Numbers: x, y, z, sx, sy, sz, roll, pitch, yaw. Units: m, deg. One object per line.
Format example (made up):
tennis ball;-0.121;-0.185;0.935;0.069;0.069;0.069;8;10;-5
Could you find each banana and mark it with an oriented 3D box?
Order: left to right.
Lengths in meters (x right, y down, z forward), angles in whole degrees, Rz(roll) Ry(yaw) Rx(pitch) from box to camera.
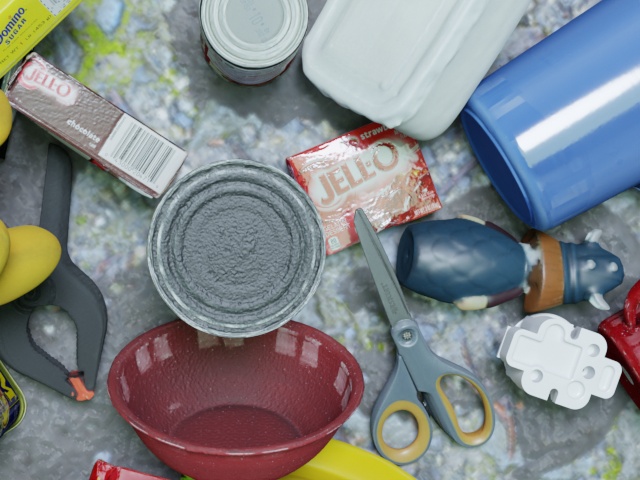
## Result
banana;0.002;0.163;0.725;0.197;0.069;0.037;14;129;-11

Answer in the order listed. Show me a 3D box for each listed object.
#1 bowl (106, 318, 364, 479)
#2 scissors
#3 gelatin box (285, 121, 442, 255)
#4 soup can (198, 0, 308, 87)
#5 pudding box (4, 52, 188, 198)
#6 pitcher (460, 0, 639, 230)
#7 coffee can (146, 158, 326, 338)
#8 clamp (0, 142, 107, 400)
bowl;-0.054;0.108;0.683;0.162;0.162;0.055;0;116;-5
scissors;0.045;0.078;0.720;0.096;0.016;0.201;-36;113;7
gelatin box;0.029;-0.039;0.734;0.089;0.030;0.073;-22;94;-4
soup can;-0.044;-0.137;0.687;0.068;0.102;0.068;0;92;-5
pudding box;-0.145;-0.073;0.678;0.113;0.090;0.039;35;87;-16
pitcher;0.224;-0.101;0.708;0.243;0.145;0.149;-31;74;0
coffee can;-0.054;0.001;0.672;0.102;0.140;0.103;0;93;-6
clamp;-0.204;0.032;0.711;0.120;0.039;0.171;-17;94;-4
